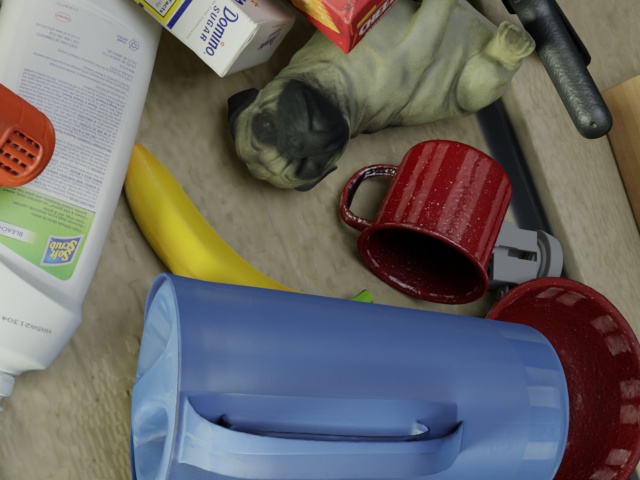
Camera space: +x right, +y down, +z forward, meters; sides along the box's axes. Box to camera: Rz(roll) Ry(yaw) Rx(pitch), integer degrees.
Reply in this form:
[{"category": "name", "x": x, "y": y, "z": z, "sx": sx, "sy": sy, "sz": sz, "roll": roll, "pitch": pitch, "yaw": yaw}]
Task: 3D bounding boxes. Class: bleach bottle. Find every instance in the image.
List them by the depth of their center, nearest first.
[{"category": "bleach bottle", "x": -0.170, "y": -0.029, "z": 0.620, "sx": 0.102, "sy": 0.068, "sz": 0.251, "roll": 19, "pitch": 74, "yaw": -20}]

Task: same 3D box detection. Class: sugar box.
[{"category": "sugar box", "x": -0.100, "y": -0.175, "z": 0.648, "sx": 0.176, "sy": 0.048, "sz": 0.093, "roll": 39, "pitch": 20, "yaw": 1}]

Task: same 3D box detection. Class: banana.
[{"category": "banana", "x": -0.056, "y": 0.016, "z": 0.686, "sx": 0.197, "sy": 0.037, "sz": 0.069, "roll": 34, "pitch": 47, "yaw": -19}]

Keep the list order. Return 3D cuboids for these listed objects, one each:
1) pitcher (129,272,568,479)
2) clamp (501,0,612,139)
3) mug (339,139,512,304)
[{"category": "pitcher", "x": 0.018, "y": 0.096, "z": 0.608, "sx": 0.242, "sy": 0.145, "sz": 0.149, "roll": 5, "pitch": 50, "yaw": -18}, {"category": "clamp", "x": 0.152, "y": -0.183, "z": 0.782, "sx": 0.210, "sy": 0.036, "sz": 0.164, "roll": 57, "pitch": 19, "yaw": -12}, {"category": "mug", "x": 0.071, "y": -0.018, "z": 0.736, "sx": 0.117, "sy": 0.093, "sz": 0.081, "roll": 18, "pitch": 62, "yaw": 13}]
